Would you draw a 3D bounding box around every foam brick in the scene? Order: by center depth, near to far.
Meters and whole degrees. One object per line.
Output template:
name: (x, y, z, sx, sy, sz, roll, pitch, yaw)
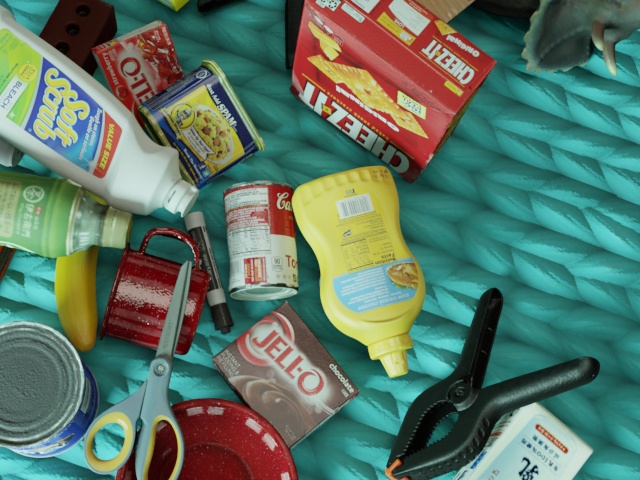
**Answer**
foam brick: (-0.241, -0.197, 1.049, 0.053, 0.051, 0.078, 23, 74, 0)

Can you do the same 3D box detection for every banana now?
banana: (-0.215, 0.007, 0.995, 0.037, 0.070, 0.197, 31, 64, -44)

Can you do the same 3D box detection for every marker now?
marker: (-0.107, 0.031, 1.023, 0.020, 0.020, 0.121, -15, 78, -10)

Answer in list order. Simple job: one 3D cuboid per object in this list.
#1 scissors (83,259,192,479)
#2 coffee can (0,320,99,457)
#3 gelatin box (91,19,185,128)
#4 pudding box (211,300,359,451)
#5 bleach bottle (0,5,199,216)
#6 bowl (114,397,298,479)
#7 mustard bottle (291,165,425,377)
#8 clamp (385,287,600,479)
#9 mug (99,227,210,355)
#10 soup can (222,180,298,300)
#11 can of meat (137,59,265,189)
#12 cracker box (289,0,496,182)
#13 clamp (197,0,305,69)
scissors: (-0.157, 0.119, 0.923, 0.096, 0.016, 0.202, -2, 84, -1)
coffee can: (-0.248, 0.131, 0.918, 0.102, 0.140, 0.103, 2, 76, -6)
gelatin box: (-0.170, -0.158, 1.036, 0.073, 0.030, 0.089, -26, 118, -14)
pudding box: (-0.033, 0.127, 0.996, 0.090, 0.039, 0.113, -38, 82, -14)
bleach bottle: (-0.218, -0.107, 0.976, 0.251, 0.068, 0.102, 32, 82, 3)
bowl: (-0.102, 0.224, 0.955, 0.162, 0.055, 0.162, 2, 75, -6)
mustard bottle: (0.044, 0.032, 0.982, 0.096, 0.058, 0.191, -14, 77, -14)
clamp: (0.145, 0.147, 0.972, 0.210, 0.165, 0.036, -49, 123, -8)
mug: (-0.146, 0.046, 0.975, 0.081, 0.093, 0.117, 16, 95, -7)
soup can: (-0.057, 0.001, 1.011, 0.068, 0.068, 0.102, -2, 76, -7)
can of meat: (-0.115, -0.108, 1.024, 0.084, 0.057, 0.102, -35, 112, -11)
cracker box: (0.057, -0.151, 0.987, 0.164, 0.214, 0.072, 38, 76, 4)
clamp: (-0.030, -0.259, 1.097, 0.120, 0.039, 0.171, 43, 75, -4)
